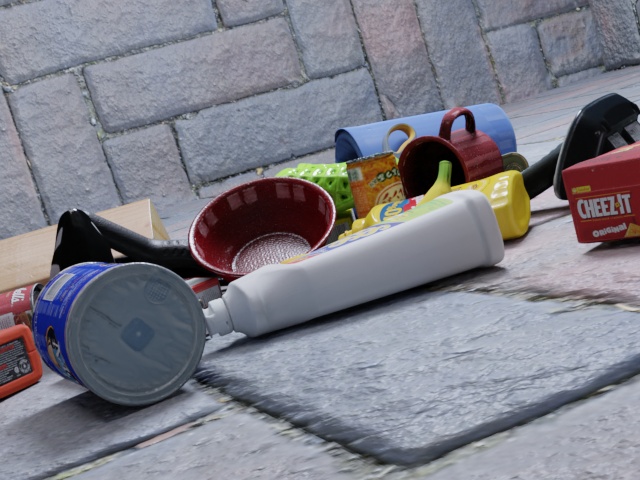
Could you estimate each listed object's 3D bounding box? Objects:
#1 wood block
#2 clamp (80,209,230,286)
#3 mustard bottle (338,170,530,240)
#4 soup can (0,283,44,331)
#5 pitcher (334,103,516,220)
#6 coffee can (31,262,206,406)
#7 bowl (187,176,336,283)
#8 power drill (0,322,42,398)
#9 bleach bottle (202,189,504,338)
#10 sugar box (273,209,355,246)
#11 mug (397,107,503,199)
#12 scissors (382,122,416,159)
[{"bbox_3d":[-0.293,0.032,1.322,0.206,0.091,0.090,-16,48,3],"label":"wood block"},{"bbox_3d":[-0.183,0.018,1.188,0.210,0.036,0.165,6,-25,-3],"label":"clamp"},{"bbox_3d":[0.107,-0.017,1.057,0.192,0.058,0.096,-14,21,23],"label":"mustard bottle"},{"bbox_3d":[-0.356,0.094,1.205,0.102,0.068,0.068,-16,7,6],"label":"soup can"},{"bbox_3d":[0.150,-0.110,1.482,0.242,0.149,0.145,-15,-9,-17],"label":"pitcher"},{"bbox_3d":[-0.159,0.068,0.824,0.102,0.103,0.140,-19,7,-24],"label":"coffee can"},{"bbox_3d":[-0.057,0.001,1.143,0.162,0.055,0.162,-9,40,7],"label":"bowl"},{"bbox_3d":[-0.366,0.131,0.982,0.188,0.057,0.184,-12,8,32],"label":"power drill"},{"bbox_3d":[0.022,0.028,0.904,0.250,0.068,0.103,-20,6,-11],"label":"bleach bottle"},{"bbox_3d":[-0.002,-0.006,1.277,0.093,0.048,0.176,-16,8,3],"label":"sugar box"},{"bbox_3d":[0.143,-0.086,1.142,0.093,0.117,0.081,18,26,37],"label":"mug"},{"bbox_3d":[0.097,-0.078,1.351,0.016,0.096,0.201,-50,10,45],"label":"scissors"}]
